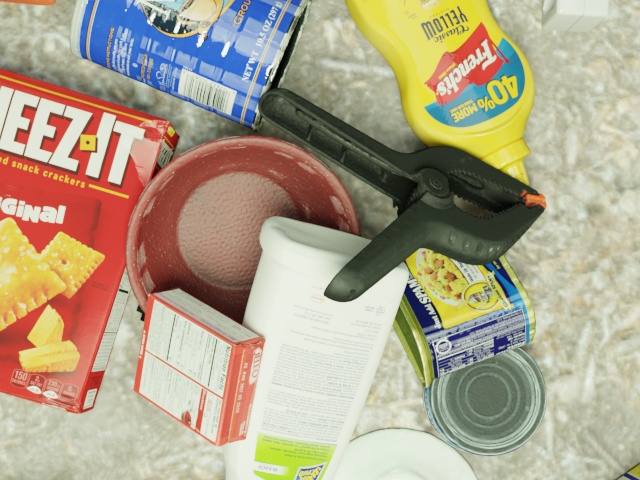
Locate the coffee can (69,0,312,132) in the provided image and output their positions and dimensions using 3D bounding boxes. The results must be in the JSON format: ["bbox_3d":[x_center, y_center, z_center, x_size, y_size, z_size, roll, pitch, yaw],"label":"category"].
[{"bbox_3d":[-0.089,-0.150,0.747,0.140,0.103,0.103,23,86,-1],"label":"coffee can"}]

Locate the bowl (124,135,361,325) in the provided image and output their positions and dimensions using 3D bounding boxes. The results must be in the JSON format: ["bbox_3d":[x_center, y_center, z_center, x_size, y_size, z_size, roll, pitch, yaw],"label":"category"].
[{"bbox_3d":[-0.055,0.001,0.748,0.162,0.055,0.162,-2,107,-8],"label":"bowl"}]

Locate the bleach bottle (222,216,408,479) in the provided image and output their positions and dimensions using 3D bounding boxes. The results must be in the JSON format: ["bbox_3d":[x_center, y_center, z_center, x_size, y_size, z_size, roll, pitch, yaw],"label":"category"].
[{"bbox_3d":[-0.026,0.116,0.725,0.102,0.068,0.251,14,106,-16],"label":"bleach bottle"}]

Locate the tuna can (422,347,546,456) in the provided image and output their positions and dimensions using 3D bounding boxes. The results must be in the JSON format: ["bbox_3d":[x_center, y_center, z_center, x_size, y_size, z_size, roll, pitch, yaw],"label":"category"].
[{"bbox_3d":[0.118,0.112,0.768,0.086,0.034,0.086,0,82,-2],"label":"tuna can"}]

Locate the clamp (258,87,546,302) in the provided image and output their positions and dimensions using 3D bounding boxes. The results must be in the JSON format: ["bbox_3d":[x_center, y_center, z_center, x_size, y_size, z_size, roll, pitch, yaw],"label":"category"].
[{"bbox_3d":[0.065,-0.019,0.698,0.209,0.036,0.164,10,48,-27],"label":"clamp"}]

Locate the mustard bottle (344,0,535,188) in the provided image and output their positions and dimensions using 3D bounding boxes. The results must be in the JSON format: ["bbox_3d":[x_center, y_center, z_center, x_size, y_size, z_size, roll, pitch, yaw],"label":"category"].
[{"bbox_3d":[0.100,-0.120,0.774,0.096,0.058,0.191,-27,88,-9],"label":"mustard bottle"}]

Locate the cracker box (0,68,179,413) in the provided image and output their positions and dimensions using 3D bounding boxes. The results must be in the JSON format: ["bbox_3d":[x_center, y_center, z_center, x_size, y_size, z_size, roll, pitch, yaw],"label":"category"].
[{"bbox_3d":[-0.210,-0.003,0.749,0.164,0.072,0.213,17,85,-1],"label":"cracker box"}]

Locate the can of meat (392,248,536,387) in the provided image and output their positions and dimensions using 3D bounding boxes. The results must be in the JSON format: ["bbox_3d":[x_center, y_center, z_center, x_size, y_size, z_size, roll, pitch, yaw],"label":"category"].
[{"bbox_3d":[0.092,0.041,0.747,0.084,0.057,0.102,-20,49,-6],"label":"can of meat"}]

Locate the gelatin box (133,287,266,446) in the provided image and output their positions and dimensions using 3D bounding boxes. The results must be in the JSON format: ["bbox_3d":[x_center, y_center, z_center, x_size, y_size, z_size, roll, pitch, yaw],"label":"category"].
[{"bbox_3d":[-0.080,0.081,0.695,0.089,0.030,0.073,25,112,36],"label":"gelatin box"}]
